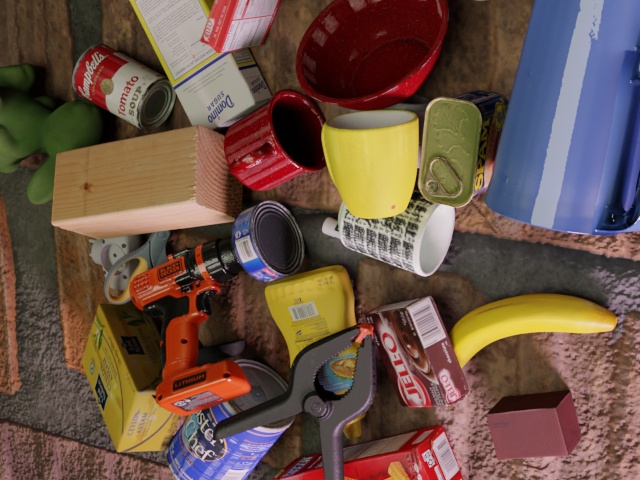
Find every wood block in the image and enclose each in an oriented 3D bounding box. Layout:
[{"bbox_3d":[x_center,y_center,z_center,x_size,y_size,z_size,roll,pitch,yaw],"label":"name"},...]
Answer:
[{"bbox_3d":[-0.197,-0.063,1.212,0.206,0.090,0.091,-6,75,30],"label":"wood block"}]

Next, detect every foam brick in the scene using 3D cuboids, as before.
[{"bbox_3d":[0.216,0.187,1.078,0.078,0.051,0.053,-11,97,33],"label":"foam brick"}]

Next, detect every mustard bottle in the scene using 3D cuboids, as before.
[{"bbox_3d":[0.010,0.128,1.184,0.096,0.058,0.191,-15,96,26],"label":"mustard bottle"}]

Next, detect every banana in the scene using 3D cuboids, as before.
[{"bbox_3d":[0.197,0.088,1.073,0.198,0.037,0.069,-26,115,37],"label":"banana"}]

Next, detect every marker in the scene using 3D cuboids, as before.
[{"bbox_3d":[0.057,0.004,1.143,0.121,0.020,0.020,23,115,24],"label":"marker"}]

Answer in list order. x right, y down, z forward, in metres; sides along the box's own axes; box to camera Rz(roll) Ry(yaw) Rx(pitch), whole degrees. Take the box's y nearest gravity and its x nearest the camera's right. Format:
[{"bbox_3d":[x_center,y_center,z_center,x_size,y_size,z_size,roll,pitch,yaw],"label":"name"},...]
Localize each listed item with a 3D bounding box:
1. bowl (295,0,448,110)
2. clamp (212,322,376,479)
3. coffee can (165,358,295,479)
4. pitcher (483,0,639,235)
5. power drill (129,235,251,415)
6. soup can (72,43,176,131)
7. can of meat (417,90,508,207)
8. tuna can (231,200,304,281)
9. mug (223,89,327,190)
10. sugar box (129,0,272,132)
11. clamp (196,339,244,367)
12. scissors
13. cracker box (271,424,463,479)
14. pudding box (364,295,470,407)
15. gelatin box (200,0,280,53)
[{"bbox_3d":[0.058,-0.181,1.037,0.162,0.162,0.055,-1,147,32],"label":"bowl"},{"bbox_3d":[0.004,0.184,1.143,0.164,0.036,0.210,39,103,2],"label":"clamp"},{"bbox_3d":[-0.106,0.223,1.257,0.103,0.102,0.140,44,122,13],"label":"coffee can"},{"bbox_3d":[0.236,-0.129,0.927,0.149,0.144,0.243,12,108,12],"label":"pitcher"},{"bbox_3d":[-0.128,0.090,1.203,0.185,0.057,0.187,-23,56,20],"label":"power drill"},{"bbox_3d":[-0.227,-0.177,1.237,0.102,0.068,0.069,29,117,21],"label":"soup can"},{"bbox_3d":[0.140,-0.091,1.025,0.058,0.083,0.102,14,111,27],"label":"can of meat"},{"bbox_3d":[-0.058,0.001,1.173,0.034,0.086,0.086,-21,93,35],"label":"tuna can"},{"bbox_3d":[-0.054,-0.097,1.127,0.082,0.117,0.093,-24,103,39],"label":"mug"},{"bbox_3d":[-0.132,-0.213,1.182,0.093,0.048,0.176,-25,94,35],"label":"sugar box"},{"bbox_3d":[-0.166,0.124,1.305,0.172,0.039,0.120,-44,63,34],"label":"clamp"},{"bbox_3d":[-0.180,0.006,1.284,0.096,0.016,0.202,37,100,-27],"label":"scissors"},{"bbox_3d":[0.066,0.312,1.195,0.214,0.072,0.164,-21,92,35],"label":"cracker box"},{"bbox_3d":[0.100,0.118,1.118,0.090,0.039,0.113,-19,92,61],"label":"pudding box"},{"bbox_3d":[-0.081,-0.238,1.115,0.030,0.089,0.073,34,119,19],"label":"gelatin box"}]
